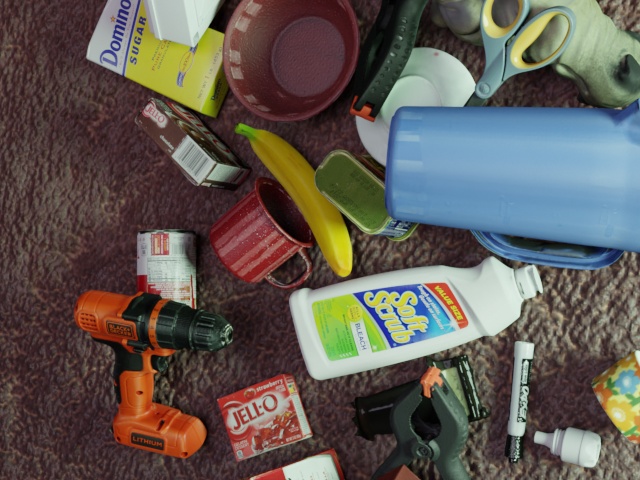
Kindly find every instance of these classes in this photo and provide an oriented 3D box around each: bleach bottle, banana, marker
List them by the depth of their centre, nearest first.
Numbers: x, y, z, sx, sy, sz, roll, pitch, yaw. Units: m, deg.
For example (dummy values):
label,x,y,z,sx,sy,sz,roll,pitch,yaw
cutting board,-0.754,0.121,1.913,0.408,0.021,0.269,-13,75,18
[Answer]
label,x,y,z,sx,sy,sz,roll,pitch,yaw
marker,0.198,0.162,1.068,0.020,0.020,0.121,6,90,23
bleach bottle,0.099,0.066,1.092,0.251,0.068,0.102,-18,82,19
banana,-0.020,-0.047,1.144,0.198,0.069,0.037,52,128,7

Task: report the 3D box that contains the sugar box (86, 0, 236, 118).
label,x,y,z,sx,sy,sz,roll,pitch,yaw
sugar box,-0.181,-0.218,1.229,0.176,0.048,0.093,26,96,20

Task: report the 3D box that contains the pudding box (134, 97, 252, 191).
label,x,y,z,sx,sy,sz,roll,pitch,yaw
pudding box,-0.140,-0.106,1.184,0.113,0.090,0.039,47,106,17

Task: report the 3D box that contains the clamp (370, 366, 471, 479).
label,x,y,z,sx,sy,sz,roll,pitch,yaw
clamp,0.116,0.208,1.061,0.120,0.039,0.171,15,124,11

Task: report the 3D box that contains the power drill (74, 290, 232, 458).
label,x,y,z,sx,sy,sz,roll,pitch,yaw
power drill,-0.172,0.145,1.162,0.185,0.057,0.188,9,120,23

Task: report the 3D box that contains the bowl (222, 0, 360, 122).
label,x,y,z,sx,sy,sz,roll,pitch,yaw
bowl,-0.024,-0.204,1.158,0.162,0.055,0.162,-1,87,23

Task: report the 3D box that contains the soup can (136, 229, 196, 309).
label,x,y,z,sx,sy,sz,roll,pitch,yaw
soup can,-0.173,0.040,1.203,0.069,0.068,0.102,-2,87,23

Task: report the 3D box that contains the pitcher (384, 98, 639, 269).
label,x,y,z,sx,sy,sz,roll,pitch,yaw
pitcher,0.185,-0.055,0.998,0.243,0.145,0.149,5,87,7

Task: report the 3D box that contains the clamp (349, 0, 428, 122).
label,x,y,z,sx,sy,sz,roll,pitch,yaw
clamp,0.075,-0.223,1.073,0.036,0.165,0.210,20,96,-17

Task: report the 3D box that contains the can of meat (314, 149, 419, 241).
label,x,y,z,sx,sy,sz,roll,pitch,yaw
can of meat,0.050,-0.047,1.104,0.102,0.083,0.057,42,103,19

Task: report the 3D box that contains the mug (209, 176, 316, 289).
label,x,y,z,sx,sy,sz,roll,pitch,yaw
mug,-0.058,0.001,1.150,0.082,0.093,0.117,-39,92,21

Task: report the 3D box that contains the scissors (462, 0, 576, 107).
label,x,y,z,sx,sy,sz,roll,pitch,yaw
scissors,0.151,-0.165,1.017,0.202,0.016,0.096,-37,92,33

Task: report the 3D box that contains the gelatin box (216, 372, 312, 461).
label,x,y,z,sx,sy,sz,roll,pitch,yaw
gelatin box,-0.062,0.194,1.170,0.089,0.030,0.073,-22,79,20
